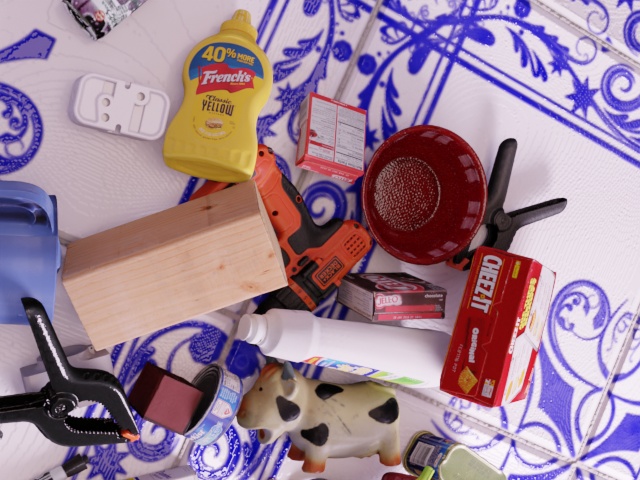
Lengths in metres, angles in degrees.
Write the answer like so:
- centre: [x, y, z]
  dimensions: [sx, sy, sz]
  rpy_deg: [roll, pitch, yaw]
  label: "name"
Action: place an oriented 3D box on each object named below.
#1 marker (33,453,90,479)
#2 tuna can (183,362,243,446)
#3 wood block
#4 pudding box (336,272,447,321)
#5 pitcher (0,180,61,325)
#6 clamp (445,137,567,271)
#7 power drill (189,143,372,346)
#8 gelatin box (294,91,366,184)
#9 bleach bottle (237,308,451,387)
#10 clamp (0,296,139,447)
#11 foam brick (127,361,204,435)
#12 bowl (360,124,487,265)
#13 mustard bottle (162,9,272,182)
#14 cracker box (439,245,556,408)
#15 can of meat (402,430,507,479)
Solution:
- centre: [-0.300, 0.262, 1.130]
  dimensions: [0.121, 0.020, 0.020]
  rpy_deg: [-29, 104, -17]
  label: "marker"
- centre: [-0.120, 0.178, 1.157]
  dimensions: [0.033, 0.086, 0.086]
  rpy_deg: [32, 83, -22]
  label: "tuna can"
- centre: [-0.148, 0.023, 1.089]
  dimensions: [0.206, 0.091, 0.090]
  rpy_deg: [-19, 116, 2]
  label: "wood block"
- centre: [0.078, 0.062, 1.208]
  dimensions: [0.089, 0.114, 0.039]
  rpy_deg: [1, 96, -21]
  label: "pudding box"
- centre: [-0.372, 0.009, 1.021]
  dimensions: [0.242, 0.145, 0.149]
  rpy_deg: [3, 96, -18]
  label: "pitcher"
- centre: [0.223, -0.025, 1.297]
  dimensions: [0.120, 0.039, 0.171]
  rpy_deg: [35, 88, -15]
  label: "clamp"
- centre: [-0.058, 0.001, 1.184]
  dimensions: [0.184, 0.057, 0.187]
  rpy_deg: [-44, 109, -11]
  label: "power drill"
- centre: [0.012, -0.114, 1.195]
  dimensions: [0.073, 0.030, 0.089]
  rpy_deg: [16, 60, -21]
  label: "gelatin box"
- centre: [0.022, 0.115, 1.177]
  dimensions: [0.250, 0.103, 0.068]
  rpy_deg: [13, 77, -30]
  label: "bleach bottle"
- centre: [-0.257, 0.146, 1.053]
  dimensions: [0.209, 0.036, 0.165]
  rpy_deg: [26, 110, -36]
  label: "clamp"
- centre: [-0.166, 0.169, 1.143]
  dimensions: [0.053, 0.078, 0.051]
  rpy_deg: [28, 84, -23]
  label: "foam brick"
- centre: [0.112, -0.053, 1.242]
  dimensions: [0.161, 0.055, 0.162]
  rpy_deg: [-2, 95, -21]
  label: "bowl"
- centre: [-0.101, -0.160, 1.135]
  dimensions: [0.096, 0.058, 0.191]
  rpy_deg: [11, 70, 1]
  label: "mustard bottle"
- centre: [0.206, 0.099, 1.216]
  dimensions: [0.072, 0.213, 0.164]
  rpy_deg: [14, 89, 21]
  label: "cracker box"
- centre: [0.161, 0.275, 1.269]
  dimensions: [0.102, 0.084, 0.057]
  rpy_deg: [36, 75, -19]
  label: "can of meat"
